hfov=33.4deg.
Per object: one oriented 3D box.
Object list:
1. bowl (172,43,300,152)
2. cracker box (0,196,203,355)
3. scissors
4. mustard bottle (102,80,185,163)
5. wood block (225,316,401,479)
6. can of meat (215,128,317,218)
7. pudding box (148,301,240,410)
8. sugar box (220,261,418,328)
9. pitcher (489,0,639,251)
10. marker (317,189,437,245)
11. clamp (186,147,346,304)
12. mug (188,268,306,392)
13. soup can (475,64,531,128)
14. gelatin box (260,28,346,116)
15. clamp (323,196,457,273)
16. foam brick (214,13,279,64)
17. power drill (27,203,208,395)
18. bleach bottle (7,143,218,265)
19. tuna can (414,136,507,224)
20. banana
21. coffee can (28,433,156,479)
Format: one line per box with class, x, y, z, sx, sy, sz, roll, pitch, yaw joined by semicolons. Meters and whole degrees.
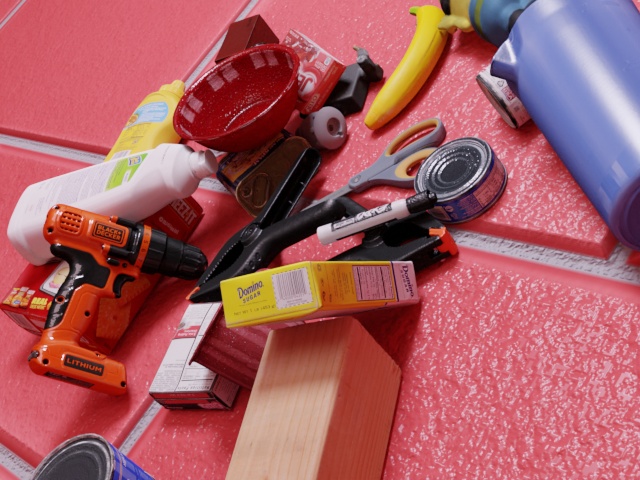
bowl;-0.084;-0.150;1.203;0.162;0.055;0.162;-20;39;17
cracker box;-0.259;0.023;1.270;0.164;0.072;0.213;6;55;43
scissors;0.052;-0.055;1.114;0.202;0.016;0.096;-38;36;5
mustard bottle;-0.225;-0.140;1.419;0.096;0.058;0.191;-7;48;39
wood block;-0.008;0.175;0.866;0.090;0.090;0.206;-13;44;32
can of meat;-0.064;-0.084;1.216;0.102;0.057;0.084;-43;34;-4
pudding box;-0.111;0.115;1.068;0.090;0.039;0.113;-6;50;38
sugar box;0.004;0.044;0.920;0.093;0.175;0.048;-13;85;31
pitcher;0.261;-0.106;0.897;0.149;0.144;0.243;-41;38;21
marker;0.054;-0.022;1.012;0.121;0.020;0.020;-19;41;20
clamp;-0.057;0.001;1.113;0.210;0.036;0.165;-46;23;5
mug;-0.059;0.083;0.986;0.117;0.081;0.093;-61;2;3
soup can;0.211;-0.165;1.041;0.102;0.068;0.068;-37;36;6
gelatin box;-0.022;-0.195;1.244;0.089;0.030;0.073;43;104;37
clamp;0.057;-0.004;1.040;0.172;0.039;0.120;-8;52;32
foam brick;-0.098;-0.254;1.429;0.053;0.051;0.078;-10;46;34
power drill;-0.223;0.067;1.146;0.057;0.184;0.187;142;142;-63
bleach bottle;-0.231;-0.049;1.211;0.251;0.068;0.102;-16;42;24
tuna can;0.134;-0.059;1.029;0.086;0.033;0.086;-25;39;21
banana;0.106;-0.204;1.209;0.070;0.037;0.197;-28;31;51
coffee can;-0.170;0.243;0.900;0.103;0.140;0.103;-24;39;21
